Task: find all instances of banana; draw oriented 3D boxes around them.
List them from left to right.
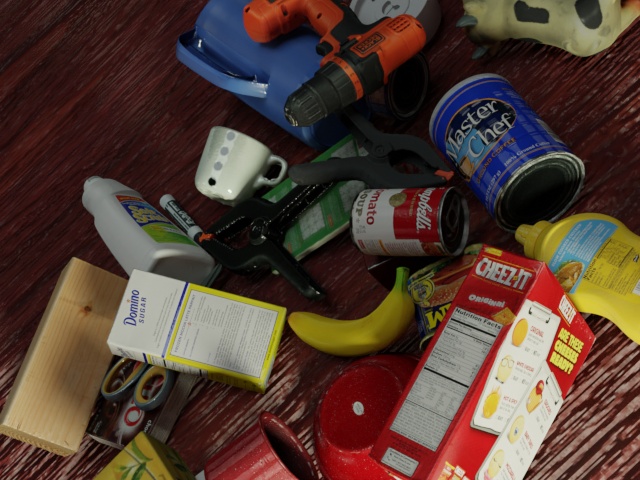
[{"bbox_3d":[0.036,0.085,1.097,0.198,0.037,0.069,-26,67,47],"label":"banana"}]

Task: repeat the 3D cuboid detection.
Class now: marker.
[{"bbox_3d":[-0.166,-0.021,1.333,0.020,0.020,0.121,-46,48,0],"label":"marker"}]

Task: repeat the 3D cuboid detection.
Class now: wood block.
[{"bbox_3d":[-0.294,0.137,1.247,0.090,0.090,0.206,-33,35,64],"label":"wood block"}]

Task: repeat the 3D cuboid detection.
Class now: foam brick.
[{"bbox_3d":[0.088,0.007,1.128,0.078,0.053,0.051,-27,50,15],"label":"foam brick"}]

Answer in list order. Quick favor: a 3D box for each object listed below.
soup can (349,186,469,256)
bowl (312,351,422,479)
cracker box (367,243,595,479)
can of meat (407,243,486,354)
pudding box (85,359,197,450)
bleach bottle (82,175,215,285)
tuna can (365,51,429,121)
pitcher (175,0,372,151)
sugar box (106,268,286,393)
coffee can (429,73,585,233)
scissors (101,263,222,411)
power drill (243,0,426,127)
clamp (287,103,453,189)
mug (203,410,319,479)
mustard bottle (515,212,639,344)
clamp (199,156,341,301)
[{"bbox_3d":[0.088,-0.019,1.062,0.102,0.068,0.068,0,62,32],"label":"soup can"},{"bbox_3d":[0.051,0.173,1.045,0.162,0.055,0.162,-17,54,24],"label":"bowl"},{"bbox_3d":[0.145,0.134,0.935,0.072,0.164,0.213,21,74,38],"label":"cracker box"},{"bbox_3d":[0.141,0.062,1.057,0.102,0.057,0.084,-26,48,17],"label":"can of meat"},{"bbox_3d":[-0.202,0.185,1.212,0.090,0.039,0.113,9,66,37],"label":"pudding box"},{"bbox_3d":[-0.233,-0.015,1.318,0.251,0.102,0.068,39,111,42],"label":"bleach bottle"},{"bbox_3d":[0.089,-0.181,1.224,0.034,0.086,0.086,16,72,37],"label":"tuna can"},{"bbox_3d":[-0.053,-0.206,1.299,0.149,0.145,0.243,-45,50,-4],"label":"pitcher"},{"bbox_3d":[-0.134,0.099,1.164,0.176,0.048,0.093,14,66,6],"label":"sugar box"},{"bbox_3d":[0.188,-0.090,1.090,0.103,0.102,0.140,-37,48,7],"label":"coffee can"},{"bbox_3d":[-0.161,0.114,1.204,0.201,0.016,0.096,-43,46,-11],"label":"scissors"},{"bbox_3d":[-0.004,-0.217,1.188,0.184,0.057,0.188,-36,54,-16],"label":"power drill"},{"bbox_3d":[0.053,-0.081,1.134,0.172,0.039,0.120,27,69,21],"label":"clamp"},{"bbox_3d":[-0.061,0.226,1.069,0.081,0.093,0.117,-38,16,9],"label":"mug"},{"bbox_3d":[0.262,0.026,0.998,0.192,0.058,0.096,28,80,41],"label":"mustard bottle"},{"bbox_3d":[-0.058,0.001,1.212,0.210,0.036,0.164,-14,61,38],"label":"clamp"}]
